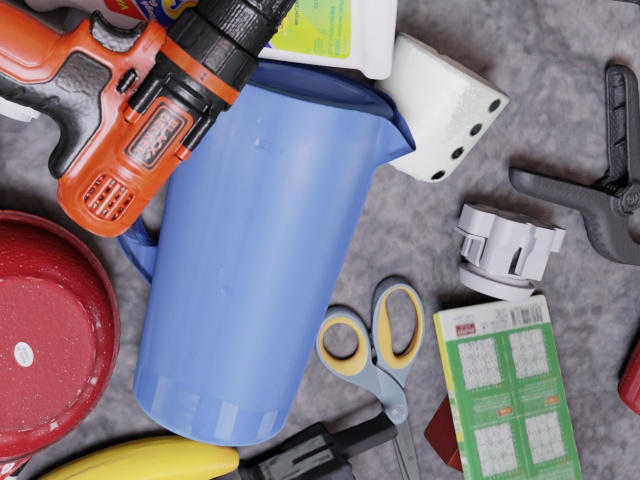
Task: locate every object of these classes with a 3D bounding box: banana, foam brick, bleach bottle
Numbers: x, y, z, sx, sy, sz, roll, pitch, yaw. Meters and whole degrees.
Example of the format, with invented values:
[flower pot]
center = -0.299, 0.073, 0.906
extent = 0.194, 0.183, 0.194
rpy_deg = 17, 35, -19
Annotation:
[banana]
center = -0.157, 0.181, 0.763
extent = 0.197, 0.037, 0.069
rpy_deg = -27, 132, -6
[foam brick]
center = 0.131, 0.155, 0.835
extent = 0.078, 0.051, 0.053
rpy_deg = 27, 100, -24
[bleach bottle]
center = -0.080, -0.155, 0.625
extent = 0.251, 0.068, 0.102
rpy_deg = 4, 129, 3

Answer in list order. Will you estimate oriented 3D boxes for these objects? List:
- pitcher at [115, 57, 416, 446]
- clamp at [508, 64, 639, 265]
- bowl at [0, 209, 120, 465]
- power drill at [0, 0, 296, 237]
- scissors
[pitcher]
center = -0.055, 0.001, 0.689
extent = 0.144, 0.149, 0.243
rpy_deg = 4, 112, -34
[clamp]
center = 0.214, -0.033, 0.803
extent = 0.120, 0.039, 0.171
rpy_deg = -34, 115, -2
[bowl]
center = -0.187, 0.063, 0.639
extent = 0.161, 0.055, 0.162
rpy_deg = -4, 98, -31
[power drill]
center = -0.125, -0.118, 0.549
extent = 0.187, 0.057, 0.184
rpy_deg = 36, 96, -19
[scissors]
center = 0.039, 0.124, 0.815
extent = 0.096, 0.016, 0.202
rpy_deg = -3, 109, -15
